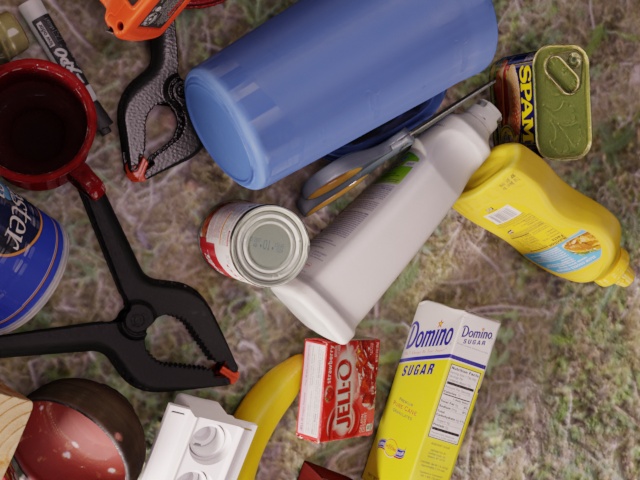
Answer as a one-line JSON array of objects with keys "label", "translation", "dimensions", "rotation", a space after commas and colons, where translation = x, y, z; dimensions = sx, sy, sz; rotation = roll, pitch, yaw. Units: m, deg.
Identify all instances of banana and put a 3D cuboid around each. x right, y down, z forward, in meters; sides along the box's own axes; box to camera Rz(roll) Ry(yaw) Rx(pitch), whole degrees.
[{"label": "banana", "translation": [-0.058, 0.193, 0.926], "dimensions": [0.069, 0.037, 0.198], "rotation": [10, 90, -26]}]

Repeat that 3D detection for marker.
[{"label": "marker", "translation": [-0.204, -0.138, 0.860], "dimensions": [0.020, 0.020, 0.121], "rotation": [-33, 104, -15]}]

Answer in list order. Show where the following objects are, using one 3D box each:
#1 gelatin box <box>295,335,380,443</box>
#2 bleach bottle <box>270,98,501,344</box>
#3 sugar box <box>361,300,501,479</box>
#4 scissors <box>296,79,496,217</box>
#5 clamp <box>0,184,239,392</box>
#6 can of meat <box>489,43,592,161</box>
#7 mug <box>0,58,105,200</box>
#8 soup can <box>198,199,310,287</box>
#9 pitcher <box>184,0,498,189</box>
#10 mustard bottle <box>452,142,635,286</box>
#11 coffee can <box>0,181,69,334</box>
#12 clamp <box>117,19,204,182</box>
[{"label": "gelatin box", "translation": [0.017, 0.130, 0.936], "dimensions": [0.073, 0.030, 0.089], "rotation": [3, 93, -48]}, {"label": "bleach bottle", "translation": [0.070, -0.027, 0.921], "dimensions": [0.250, 0.103, 0.068], "rotation": [-46, 110, -11]}, {"label": "sugar box", "translation": [0.096, 0.144, 0.948], "dimensions": [0.048, 0.093, 0.176], "rotation": [17, 87, -20]}, {"label": "scissors", "translation": [0.058, -0.082, 0.898], "dimensions": [0.202, 0.096, 0.016], "rotation": [-36, 81, 13]}, {"label": "clamp", "translation": [-0.164, 0.071, 0.878], "dimensions": [0.210, 0.036, 0.164], "rotation": [40, 77, -17]}, {"label": "can of meat", "translation": [0.199, -0.123, 0.971], "dimensions": [0.057, 0.084, 0.102], "rotation": [-6, 96, -19]}, {"label": "mug", "translation": [-0.210, -0.075, 0.819], "dimensions": [0.117, 0.081, 0.093], "rotation": [42, 77, -4]}, {"label": "soup can", "translation": [-0.056, 0.001, 0.879], "dimensions": [0.068, 0.102, 0.068], "rotation": [-1, 94, -20]}, {"label": "pitcher", "translation": [0.017, -0.136, 0.874], "dimensions": [0.242, 0.145, 0.149], "rotation": [-33, 97, -20]}, {"label": "mustard bottle", "translation": [0.216, -0.012, 0.979], "dimensions": [0.191, 0.096, 0.058], "rotation": [33, 56, -19]}, {"label": "coffee can", "translation": [-0.268, -0.007, 0.775], "dimensions": [0.103, 0.103, 0.140], "rotation": [-55, 135, -9]}, {"label": "clamp", "translation": [-0.123, -0.132, 0.881], "dimensions": [0.120, 0.039, 0.171], "rotation": [36, 75, -12]}]
